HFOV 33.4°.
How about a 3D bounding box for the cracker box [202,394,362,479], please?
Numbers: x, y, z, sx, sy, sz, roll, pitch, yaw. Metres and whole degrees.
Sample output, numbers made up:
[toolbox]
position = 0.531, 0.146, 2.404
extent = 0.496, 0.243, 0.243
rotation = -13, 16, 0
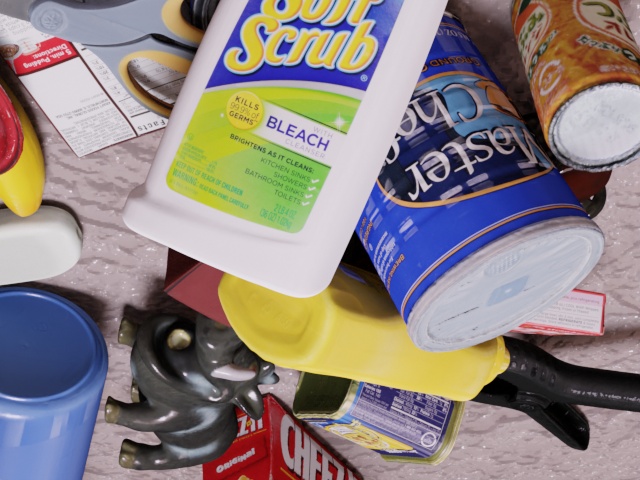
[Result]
[cracker box]
position = -0.016, 0.247, 0.792
extent = 0.072, 0.213, 0.164
rotation = -24, 134, 18

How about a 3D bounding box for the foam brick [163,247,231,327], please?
[foam brick]
position = -0.054, 0.001, 0.626
extent = 0.053, 0.078, 0.051
rotation = -35, 127, 29

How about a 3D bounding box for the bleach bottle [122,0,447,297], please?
[bleach bottle]
position = 0.002, -0.107, 0.463
extent = 0.102, 0.068, 0.251
rotation = 22, 101, 8

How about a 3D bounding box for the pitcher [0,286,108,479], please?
[pitcher]
position = -0.232, 0.142, 0.741
extent = 0.149, 0.145, 0.243
rotation = 2, 135, -25

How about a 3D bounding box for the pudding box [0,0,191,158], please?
[pudding box]
position = -0.111, -0.102, 0.542
extent = 0.090, 0.039, 0.113
rotation = -17, 137, 12

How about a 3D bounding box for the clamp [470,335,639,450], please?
[clamp]
position = 0.158, 0.100, 0.751
extent = 0.209, 0.036, 0.165
rotation = 23, 153, -20

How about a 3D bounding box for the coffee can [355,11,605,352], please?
[coffee can]
position = 0.061, -0.030, 0.533
extent = 0.102, 0.140, 0.103
rotation = -21, 153, -12

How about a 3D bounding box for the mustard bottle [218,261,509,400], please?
[mustard bottle]
position = 0.042, 0.050, 0.592
extent = 0.191, 0.096, 0.058
rotation = 18, 99, -41

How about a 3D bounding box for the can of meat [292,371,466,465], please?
[can of meat]
position = 0.037, 0.114, 0.742
extent = 0.083, 0.057, 0.102
rotation = 26, 162, -18

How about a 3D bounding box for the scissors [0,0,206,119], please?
[scissors]
position = -0.106, -0.114, 0.488
extent = 0.201, 0.016, 0.096
rotation = 28, 124, -32
